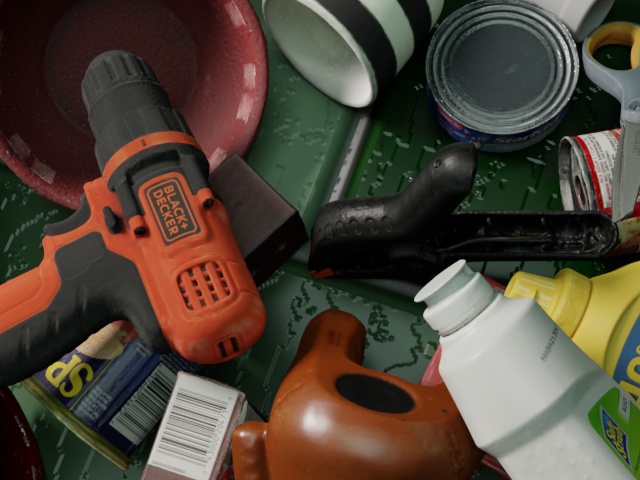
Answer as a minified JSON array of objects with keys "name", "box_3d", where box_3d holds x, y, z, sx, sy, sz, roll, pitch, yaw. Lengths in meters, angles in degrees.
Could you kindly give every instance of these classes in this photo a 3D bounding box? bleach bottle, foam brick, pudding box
[{"name":"bleach bottle","box_3d":[0.133,0.111,0.471,0.068,0.102,0.251,-38,93,24]},{"name":"foam brick","box_3d":[-0.054,0.001,0.592,0.078,0.053,0.051,-43,74,-7]},{"name":"pudding box","box_3d":[-0.065,0.130,0.534,0.039,0.090,0.113,18,75,9]}]

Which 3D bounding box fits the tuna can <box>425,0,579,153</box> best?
[{"name":"tuna can","box_3d":[0.103,-0.094,0.614,0.086,0.034,0.086,-2,73,6]}]

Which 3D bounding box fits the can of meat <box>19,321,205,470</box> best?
[{"name":"can of meat","box_3d":[-0.111,0.058,0.564,0.084,0.057,0.102,-50,44,-12]}]

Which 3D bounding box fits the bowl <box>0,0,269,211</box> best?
[{"name":"bowl","box_3d":[-0.112,-0.096,0.606,0.162,0.055,0.162,-3,104,-11]}]

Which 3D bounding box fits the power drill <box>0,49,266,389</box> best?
[{"name":"power drill","box_3d":[-0.138,0.002,0.517,0.187,0.057,0.184,-24,60,-6]}]

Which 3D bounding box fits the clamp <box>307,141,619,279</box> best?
[{"name":"clamp","box_3d":[0.048,-0.009,0.538,0.172,0.120,0.039,-11,58,38]}]
